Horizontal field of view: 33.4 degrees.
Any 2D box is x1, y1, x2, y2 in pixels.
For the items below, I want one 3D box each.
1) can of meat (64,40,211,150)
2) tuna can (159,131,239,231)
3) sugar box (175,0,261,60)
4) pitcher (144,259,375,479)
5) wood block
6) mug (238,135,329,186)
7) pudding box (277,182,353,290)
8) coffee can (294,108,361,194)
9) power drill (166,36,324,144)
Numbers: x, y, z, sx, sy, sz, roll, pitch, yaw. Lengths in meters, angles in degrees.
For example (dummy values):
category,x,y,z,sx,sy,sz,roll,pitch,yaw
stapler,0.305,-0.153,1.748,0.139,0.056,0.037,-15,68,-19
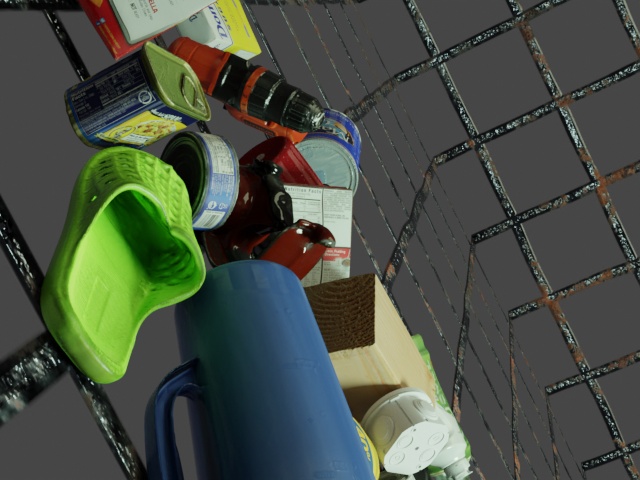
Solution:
category,x,y,z,sx,sy,sz,roll,pitch,yaw
can of meat,-0.151,-0.113,0.882,0.057,0.084,0.102,67,14,10
tuna can,-0.108,-0.052,0.928,0.033,0.086,0.086,5,56,-39
sugar box,-0.132,-0.270,1.303,0.093,0.048,0.176,65,13,1
pitcher,-0.046,0.134,0.790,0.149,0.145,0.243,68,3,-52
wood block,0.050,0.136,1.122,0.206,0.090,0.091,59,24,-45
mug,-0.053,-0.052,1.166,0.081,0.093,0.117,53,54,-25
pudding box,-0.013,-0.002,1.119,0.089,0.039,0.113,3,87,-30
coffee can,0.000,-0.104,1.386,0.103,0.103,0.140,60,14,-18
power drill,-0.063,-0.155,1.172,0.184,0.057,0.187,28,0,13
